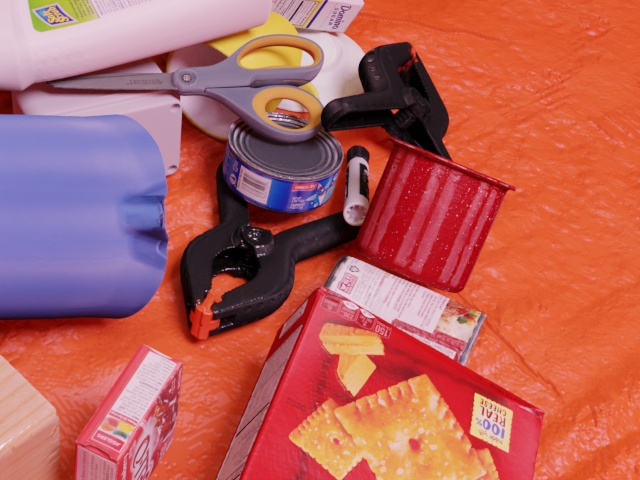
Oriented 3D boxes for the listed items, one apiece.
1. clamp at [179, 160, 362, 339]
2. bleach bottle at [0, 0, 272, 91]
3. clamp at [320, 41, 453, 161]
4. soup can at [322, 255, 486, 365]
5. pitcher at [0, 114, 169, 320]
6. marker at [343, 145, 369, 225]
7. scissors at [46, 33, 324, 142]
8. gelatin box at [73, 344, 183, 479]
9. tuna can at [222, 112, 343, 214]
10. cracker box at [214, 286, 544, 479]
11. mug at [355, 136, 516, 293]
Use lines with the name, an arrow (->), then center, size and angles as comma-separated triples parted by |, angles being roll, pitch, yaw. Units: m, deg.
clamp -> -0.055, 0.001, 0.758 | 0.120, 0.039, 0.171 | 24, 40, 20
bleach bottle -> -0.163, -0.166, 0.743 | 0.250, 0.068, 0.103 | -21, 62, -23
clamp -> 0.074, -0.091, 0.849 | 0.164, 0.036, 0.210 | 43, 29, -18
soup can -> 0.049, 0.059, 0.704 | 0.102, 0.068, 0.068 | 24, 47, 11
pitcher -> -0.224, -0.012, 0.626 | 0.242, 0.149, 0.145 | -1, 47, -43
marker -> 0.028, -0.044, 0.804 | 0.020, 0.020, 0.121 | 11, 26, -2
scissors -> -0.082, -0.098, 0.758 | 0.201, 0.016, 0.096 | -18, 71, -22
gelatin box -> -0.109, 0.114, 0.604 | 0.030, 0.089, 0.073 | 23, 47, 8
tuna can -> -0.028, -0.057, 0.781 | 0.086, 0.034, 0.086 | 10, 37, -8
cracker box -> 0.027, 0.149, 0.584 | 0.164, 0.072, 0.213 | 31, 45, -8
mug -> 0.080, -0.015, 0.736 | 0.093, 0.081, 0.117 | 26, 7, 29
